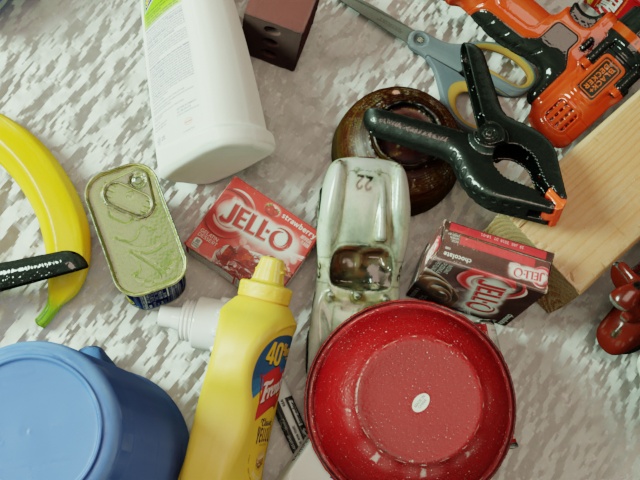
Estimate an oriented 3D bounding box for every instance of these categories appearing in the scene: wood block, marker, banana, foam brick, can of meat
[{"bbox_3d":[0.243,-0.044,0.887,0.206,0.090,0.091,-40,82,-12],"label":"wood block"},{"bbox_3d":[-0.013,0.169,0.849,0.020,0.020,0.121,-22,79,-10],"label":"marker"},{"bbox_3d":[-0.233,-0.032,0.868,0.069,0.037,0.198,-21,79,-11],"label":"banana"},{"bbox_3d":[-0.034,-0.188,0.902,0.053,0.078,0.051,21,74,0],"label":"foam brick"},{"bbox_3d":[-0.143,0.000,0.844,0.057,0.084,0.102,-20,79,-10],"label":"can of meat"}]

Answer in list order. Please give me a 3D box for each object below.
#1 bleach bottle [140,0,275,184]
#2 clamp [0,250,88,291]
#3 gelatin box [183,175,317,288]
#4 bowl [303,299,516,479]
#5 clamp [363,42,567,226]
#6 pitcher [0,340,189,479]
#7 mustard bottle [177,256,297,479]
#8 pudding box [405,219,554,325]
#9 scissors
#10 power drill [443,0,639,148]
[{"bbox_3d":[-0.105,-0.179,0.884,0.067,0.103,0.251,4,71,-44],"label":"bleach bottle"},{"bbox_3d":[-0.293,0.044,0.835,0.210,0.036,0.164,30,88,7],"label":"clamp"},{"bbox_3d":[-0.056,0.001,0.879,0.089,0.030,0.073,35,75,3],"label":"gelatin box"},{"bbox_3d":[0.069,0.118,0.781,0.162,0.055,0.162,0,77,-2],"label":"bowl"},{"bbox_3d":[0.132,-0.084,0.839,0.171,0.039,0.120,39,74,16],"label":"clamp"},{"bbox_3d":[-0.166,0.149,0.724,0.149,0.243,0.145,36,79,9],"label":"pitcher"},{"bbox_3d":[-0.057,0.106,0.804,0.058,0.096,0.191,11,85,16],"label":"mustard bottle"},{"bbox_3d":[0.124,0.028,0.846,0.090,0.113,0.039,18,73,-1],"label":"pudding box"},{"bbox_3d":[0.089,-0.155,0.937,0.201,0.016,0.096,17,76,-1],"label":"scissors"},{"bbox_3d":[0.204,-0.200,0.893,0.184,0.057,0.188,-45,82,11],"label":"power drill"}]
